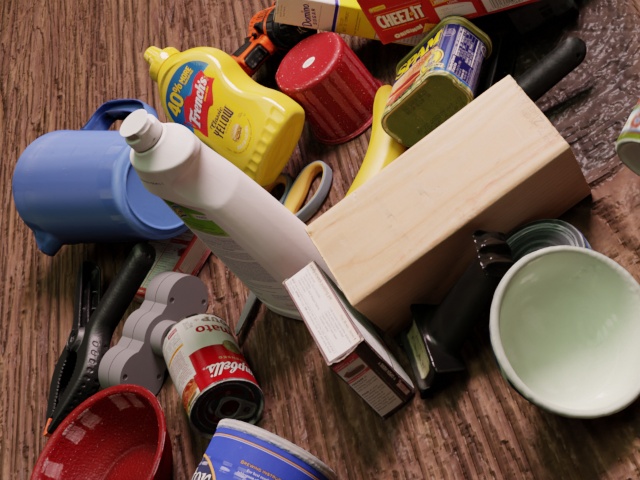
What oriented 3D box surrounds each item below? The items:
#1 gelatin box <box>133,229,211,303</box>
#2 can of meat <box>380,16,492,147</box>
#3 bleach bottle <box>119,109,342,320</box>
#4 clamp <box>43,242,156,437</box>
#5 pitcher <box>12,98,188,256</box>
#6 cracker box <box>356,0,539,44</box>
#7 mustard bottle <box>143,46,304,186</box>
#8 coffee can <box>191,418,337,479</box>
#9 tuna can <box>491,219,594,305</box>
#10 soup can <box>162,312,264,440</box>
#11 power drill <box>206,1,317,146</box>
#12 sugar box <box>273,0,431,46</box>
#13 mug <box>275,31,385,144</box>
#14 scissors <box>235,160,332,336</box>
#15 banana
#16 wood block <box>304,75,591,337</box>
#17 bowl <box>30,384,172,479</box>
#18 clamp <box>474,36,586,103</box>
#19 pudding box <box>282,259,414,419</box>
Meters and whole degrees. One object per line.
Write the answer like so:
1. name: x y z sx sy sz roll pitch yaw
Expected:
1. gelatin box: -0.161 0.027 1.123 0.073 0.030 0.089 8 61 46
2. can of meat: 0.106 -0.144 0.992 0.102 0.057 0.084 -40 22 46
3. bleach bottle: -0.074 -0.022 0.916 0.103 0.250 0.068 7 61 44
4. clamp: -0.231 0.099 1.085 0.165 0.036 0.210 -24 48 52
5. pitcher: -0.221 -0.067 1.142 0.144 0.149 0.243 -24 16 -34
6. cracker box: 0.132 -0.303 1.033 0.164 0.072 0.213 -11 49 28
7. mustard bottle: -0.110 -0.144 1.101 0.192 0.058 0.096 38 121 19
8. coffee can: -0.062 0.221 0.808 0.103 0.102 0.140 6 60 43
9. tuna can: 0.173 0.026 0.831 0.086 0.033 0.086 -23 43 24
10. soup can: -0.098 0.120 0.955 0.068 0.068 0.102 -40 39 5
11. power drill: -0.085 -0.189 1.194 0.187 0.057 0.185 -47 16 -5
12. sugar box: 0.045 -0.256 1.106 0.176 0.048 0.093 11 53 -3
13. mug: 0.000 -0.161 1.108 0.117 0.081 0.093 11 64 45
14. scissors: -0.057 0.001 1.066 0.096 0.016 0.201 14 65 48
15. banana: 0.050 -0.075 1.025 0.070 0.037 0.197 4 59 39
16. wood block: 0.104 -0.025 0.874 0.206 0.090 0.090 -37 58 8
17. bowl: -0.187 0.213 0.960 0.162 0.055 0.162 -23 43 24
18. clamp: 0.165 -0.119 0.958 0.171 0.039 0.120 -60 22 -15
19. pudding box: 0.022 0.079 0.870 0.039 0.090 0.114 -40 40 4
